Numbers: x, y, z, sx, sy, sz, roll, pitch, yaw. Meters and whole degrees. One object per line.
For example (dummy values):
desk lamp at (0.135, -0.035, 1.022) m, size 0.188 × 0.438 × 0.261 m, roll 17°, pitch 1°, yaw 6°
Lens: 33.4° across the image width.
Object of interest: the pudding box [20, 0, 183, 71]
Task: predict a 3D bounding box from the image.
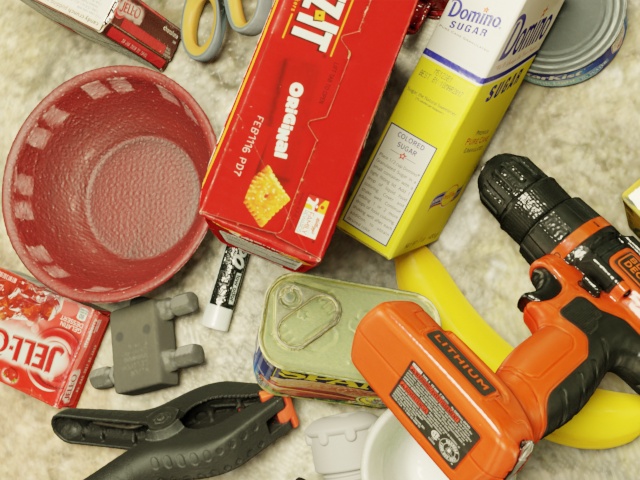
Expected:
pudding box at (-0.163, -0.165, 0.741) m, size 0.114 × 0.090 × 0.039 m, roll 26°, pitch 90°, yaw 20°

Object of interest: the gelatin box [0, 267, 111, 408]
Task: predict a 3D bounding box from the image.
gelatin box at (-0.199, 0.068, 0.745) m, size 0.089 × 0.030 × 0.073 m, roll 21°, pitch 88°, yaw 20°

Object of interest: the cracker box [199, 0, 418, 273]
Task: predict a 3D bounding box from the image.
cracker box at (-0.008, -0.070, 0.605) m, size 0.072 × 0.214 × 0.164 m, roll 20°, pitch 86°, yaw -1°

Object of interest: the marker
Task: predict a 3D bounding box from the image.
marker at (-0.055, 0.001, 0.715) m, size 0.020 × 0.020 × 0.121 m, roll 15°, pitch 86°, yaw 19°

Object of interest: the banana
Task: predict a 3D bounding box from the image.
banana at (0.115, 0.071, 0.643) m, size 0.198 × 0.037 × 0.069 m, roll 31°, pitch 62°, yaw 17°

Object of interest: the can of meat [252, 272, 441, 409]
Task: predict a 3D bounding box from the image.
can of meat at (0.011, 0.063, 0.632) m, size 0.102 × 0.084 × 0.057 m, roll 10°, pitch 70°, yaw -5°

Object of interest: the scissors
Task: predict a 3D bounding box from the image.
scissors at (-0.082, -0.209, 0.758) m, size 0.096 × 0.016 × 0.202 m, roll -45°, pitch 51°, yaw 31°

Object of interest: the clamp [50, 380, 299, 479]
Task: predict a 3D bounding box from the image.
clamp at (-0.103, 0.124, 0.683) m, size 0.171 × 0.039 × 0.120 m, roll -18°, pitch 32°, yaw -9°

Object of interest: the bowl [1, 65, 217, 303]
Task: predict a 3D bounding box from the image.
bowl at (-0.133, -0.034, 0.728) m, size 0.162 × 0.055 × 0.162 m, roll -3°, pitch 80°, yaw 17°

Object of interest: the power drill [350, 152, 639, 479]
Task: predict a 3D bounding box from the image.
power drill at (0.109, 0.038, 0.583) m, size 0.184 × 0.187 × 0.057 m, roll 48°, pitch 142°, yaw 24°

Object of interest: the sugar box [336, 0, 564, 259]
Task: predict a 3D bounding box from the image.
sugar box at (0.079, -0.078, 0.622) m, size 0.048 × 0.093 × 0.176 m, roll 34°, pitch 111°, yaw 16°
